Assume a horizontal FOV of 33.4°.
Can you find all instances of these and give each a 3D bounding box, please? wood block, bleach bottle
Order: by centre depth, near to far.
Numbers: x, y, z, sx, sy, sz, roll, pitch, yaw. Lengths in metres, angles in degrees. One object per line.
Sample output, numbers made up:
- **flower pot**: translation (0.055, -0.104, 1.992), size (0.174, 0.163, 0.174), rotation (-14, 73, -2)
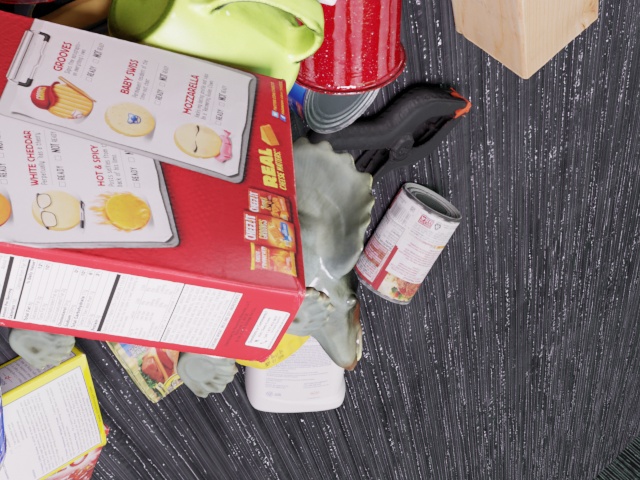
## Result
- **wood block**: translation (0.156, -0.237, 0.834), size (0.090, 0.090, 0.206), rotation (-42, 151, -10)
- **bleach bottle**: translation (-0.011, 0.054, 0.973), size (0.102, 0.068, 0.251), rotation (-2, 133, -13)

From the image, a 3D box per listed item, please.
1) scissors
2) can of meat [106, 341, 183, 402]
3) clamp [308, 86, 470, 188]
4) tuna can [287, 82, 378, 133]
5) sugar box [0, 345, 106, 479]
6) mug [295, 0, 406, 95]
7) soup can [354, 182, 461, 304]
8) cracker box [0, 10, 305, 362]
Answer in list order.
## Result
- **scissors**: translation (-0.101, -0.150, 0.675), size (0.201, 0.016, 0.096), rotation (-23, 144, -36)
- **can of meat**: translation (-0.127, 0.078, 0.876), size (0.084, 0.057, 0.102), rotation (-36, 148, -14)
- **clamp**: translation (0.058, -0.080, 0.949), size (0.171, 0.039, 0.120), rotation (-24, 150, -25)
- **tuna can**: translation (0.010, -0.128, 0.830), size (0.086, 0.034, 0.086), rotation (-33, 148, -24)
- **sugar box**: translation (-0.251, 0.152, 0.794), size (0.176, 0.048, 0.093), rotation (-26, 125, -29)
- **mug**: translation (0.019, -0.169, 0.750), size (0.081, 0.093, 0.117), rotation (89, 19, -45)
- **soup can**: translation (0.085, 0.002, 1.053), size (0.068, 0.069, 0.102), rotation (2, 124, -54)
- **cracker box**: translation (-0.121, -0.031, 0.547), size (0.213, 0.164, 0.072), rotation (10, 136, -18)
